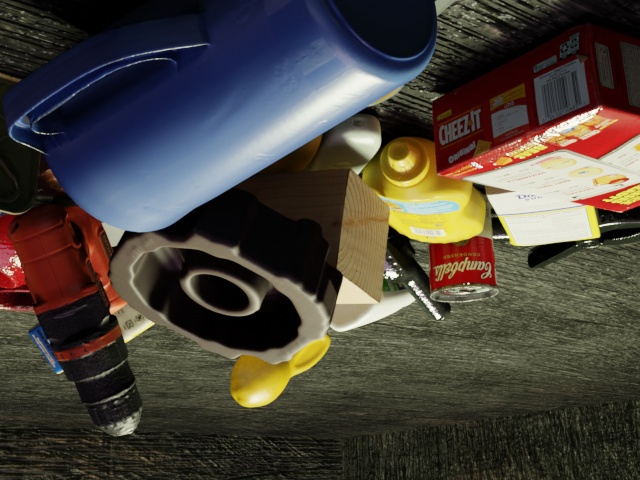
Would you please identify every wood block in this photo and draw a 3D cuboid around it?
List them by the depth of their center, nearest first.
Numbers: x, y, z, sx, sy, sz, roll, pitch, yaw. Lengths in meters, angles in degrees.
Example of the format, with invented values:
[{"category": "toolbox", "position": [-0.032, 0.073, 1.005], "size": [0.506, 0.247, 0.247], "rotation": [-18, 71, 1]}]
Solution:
[{"category": "wood block", "position": [-0.056, 0.000, 0.911], "size": [0.206, 0.090, 0.090], "rotation": [-2, 158, 27]}]

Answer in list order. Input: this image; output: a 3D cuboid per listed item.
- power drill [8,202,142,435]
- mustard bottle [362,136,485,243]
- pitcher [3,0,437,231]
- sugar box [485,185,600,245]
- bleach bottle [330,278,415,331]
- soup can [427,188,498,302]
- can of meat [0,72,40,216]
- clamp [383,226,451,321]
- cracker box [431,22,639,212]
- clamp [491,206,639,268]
[{"category": "power drill", "position": [-0.188, 0.049, 0.858], "size": [0.057, 0.184, 0.188], "rotation": [-20, -167, -7]}, {"category": "mustard bottle", "position": [0.089, -0.048, 0.954], "size": [0.096, 0.058, 0.191], "rotation": [7, 167, 18]}, {"category": "pitcher", "position": [-0.060, -0.100, 0.624], "size": [0.243, 0.149, 0.145], "rotation": [-23, 120, 43]}, {"category": "sugar box", "position": [0.216, -0.041, 1.027], "size": [0.093, 0.048, 0.176], "rotation": [-7, 160, 15]}, {"category": "bleach bottle", "position": [0.054, 0.034, 1.162], "size": [0.068, 0.102, 0.250], "rotation": [-34, 172, 18]}, {"category": "soup can", "position": [0.141, 0.005, 1.073], "size": [0.068, 0.102, 0.068], "rotation": [-2, 164, -1]}, {"category": "can of meat", "position": [-0.251, -0.062, 0.780], "size": [0.057, 0.102, 0.084], "rotation": [14, 160, -42]}, {"category": "clamp", "position": [0.075, 0.006, 1.091], "size": [0.039, 0.120, 0.171], "rotation": [-34, 141, 11]}, {"category": "cracker box", "position": [0.218, -0.087, 0.816], "size": [0.213, 0.072, 0.164], "rotation": [7, 162, -34]}, {"category": "clamp", "position": [0.290, -0.009, 1.165], "size": [0.210, 0.036, 0.164], "rotation": [-10, 162, 25]}]
